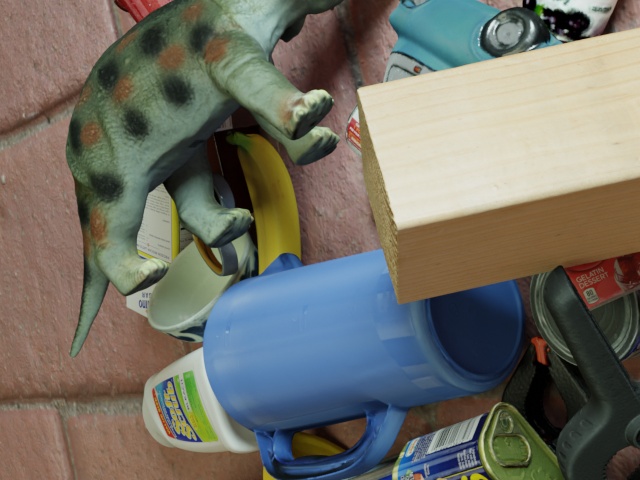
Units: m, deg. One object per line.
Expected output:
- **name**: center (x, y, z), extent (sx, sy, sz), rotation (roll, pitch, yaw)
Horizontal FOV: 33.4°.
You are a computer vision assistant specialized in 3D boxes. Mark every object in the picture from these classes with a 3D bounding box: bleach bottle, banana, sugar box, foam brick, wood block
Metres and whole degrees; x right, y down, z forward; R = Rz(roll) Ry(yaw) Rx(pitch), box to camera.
- **bleach bottle**: center (-0.114, 0.160, 1.006), extent (0.251, 0.068, 0.102), rotation (-33, 75, 60)
- **banana**: center (-0.045, -0.010, 0.908), extent (0.037, 0.069, 0.198), rotation (8, 119, 38)
- **sugar box**: center (-0.152, -0.008, 1.049), extent (0.093, 0.048, 0.176), rotation (21, 118, 45)
- **foam brick**: center (-0.082, -0.059, 0.949), extent (0.053, 0.051, 0.078), rotation (-16, 87, 49)
- **wood block**: center (0.130, -0.044, 0.569), extent (0.091, 0.206, 0.090), rotation (79, 178, -60)

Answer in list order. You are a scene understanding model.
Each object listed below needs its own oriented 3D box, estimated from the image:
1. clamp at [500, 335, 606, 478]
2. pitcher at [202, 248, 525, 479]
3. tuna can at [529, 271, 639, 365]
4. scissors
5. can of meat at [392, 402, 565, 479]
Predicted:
- **clamp**: center (0.171, 0.150, 0.726), extent (0.120, 0.039, 0.171), rotation (8, 104, 33)
- **pitcher**: center (0.029, 0.081, 0.789), extent (0.243, 0.144, 0.149), rotation (-19, 106, 50)
- **tuna can**: center (0.178, 0.039, 0.689), extent (0.086, 0.033, 0.086), rotation (16, 112, 46)
- **scissors**: center (-0.119, -0.055, 0.932), extent (0.202, 0.016, 0.096), rotation (56, 145, 32)
- **can of meat**: center (0.110, 0.164, 0.700), extent (0.084, 0.057, 0.102), rotation (-29, 107, 41)
